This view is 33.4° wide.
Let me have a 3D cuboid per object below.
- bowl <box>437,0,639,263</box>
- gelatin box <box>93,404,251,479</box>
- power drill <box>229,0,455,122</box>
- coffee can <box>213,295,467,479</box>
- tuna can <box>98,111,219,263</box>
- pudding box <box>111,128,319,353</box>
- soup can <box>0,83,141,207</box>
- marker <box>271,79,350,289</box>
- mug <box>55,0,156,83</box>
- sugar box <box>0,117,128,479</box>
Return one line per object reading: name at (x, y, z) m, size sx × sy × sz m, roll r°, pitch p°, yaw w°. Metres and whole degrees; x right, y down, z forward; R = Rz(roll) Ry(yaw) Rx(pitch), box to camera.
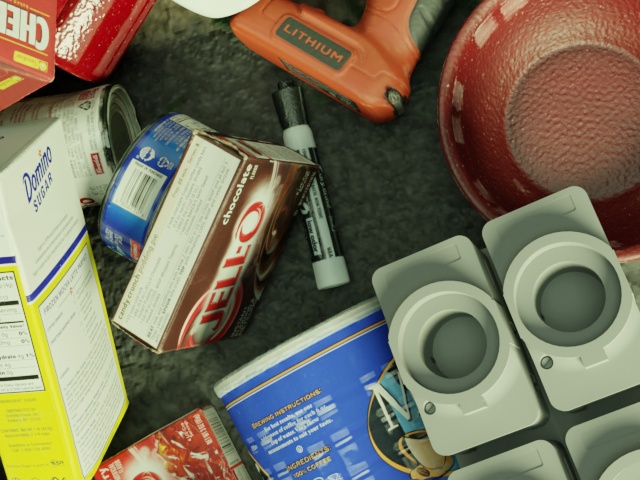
bowl at (0.143, -0.067, 0.564) m, size 0.162 × 0.055 × 0.162 m, roll 0°, pitch 87°, yaw 8°
gelatin box at (-0.074, 0.148, 0.598) m, size 0.073 × 0.030 × 0.089 m, roll -30°, pitch 82°, yaw 6°
power drill at (0.030, -0.175, 0.589) m, size 0.184 × 0.057 × 0.188 m, roll 33°, pitch 93°, yaw 13°
coffee can at (0.022, 0.113, 0.549) m, size 0.103 × 0.102 × 0.140 m, roll -29°, pitch 83°, yaw 6°
tuna can at (-0.084, -0.026, 0.584) m, size 0.034 × 0.086 × 0.086 m, roll 28°, pitch 91°, yaw 11°
pudding box at (-0.054, 0.001, 0.565) m, size 0.039 × 0.090 × 0.113 m, roll 27°, pitch 101°, yaw 20°
soup can at (-0.158, -0.049, 0.606) m, size 0.102 × 0.068 × 0.068 m, roll -8°, pitch 85°, yaw 8°
marker at (-0.006, -0.033, 0.605) m, size 0.020 × 0.020 × 0.121 m, roll -15°, pitch 84°, yaw 8°
mug at (-0.135, -0.139, 0.587) m, size 0.093 × 0.117 × 0.081 m, roll 31°, pitch 97°, yaw -14°
sugar box at (-0.147, 0.034, 0.552) m, size 0.048 × 0.093 × 0.176 m, roll -7°, pitch 111°, yaw 9°
